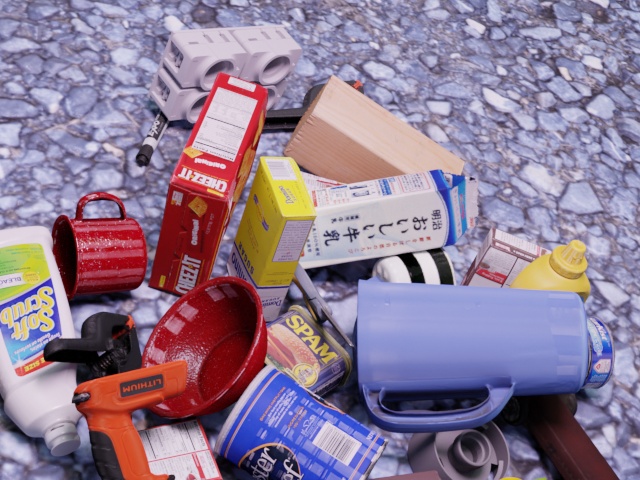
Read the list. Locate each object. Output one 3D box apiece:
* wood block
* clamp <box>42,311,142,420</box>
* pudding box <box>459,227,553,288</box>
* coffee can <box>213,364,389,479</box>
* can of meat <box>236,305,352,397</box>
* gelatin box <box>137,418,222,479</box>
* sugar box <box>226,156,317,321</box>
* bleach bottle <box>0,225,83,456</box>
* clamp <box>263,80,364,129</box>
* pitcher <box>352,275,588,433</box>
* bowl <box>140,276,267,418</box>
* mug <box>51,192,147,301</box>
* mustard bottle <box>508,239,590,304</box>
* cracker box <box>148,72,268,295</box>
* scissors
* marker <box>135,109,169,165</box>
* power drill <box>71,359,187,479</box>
[{"bbox_3d":[0.068,-0.106,1.366,0.206,0.091,0.090,33,43,-8],"label":"wood block"},{"bbox_3d":[-0.209,0.127,1.059,0.120,0.039,0.171,63,14,-8],"label":"clamp"},{"bbox_3d":[0.225,0.050,1.289,0.090,0.114,0.039,21,40,-1],"label":"pudding box"},{"bbox_3d":[-0.018,0.201,1.046,0.140,0.103,0.102,31,44,10],"label":"coffee can"},{"bbox_3d":[-0.031,0.130,1.147,0.083,0.057,0.102,-28,62,-37],"label":"can of meat"},{"bbox_3d":[-0.148,0.217,1.032,0.089,0.030,0.073,-7,49,-27],"label":"gelatin box"},{"bbox_3d":[-0.058,0.002,1.176,0.048,0.176,0.093,0,46,-25],"label":"sugar box"},{"bbox_3d":[-0.285,0.101,1.071,0.102,0.068,0.251,-10,54,-30],"label":"bleach bottle"},{"bbox_3d":[0.013,-0.157,1.467,0.164,0.036,0.209,40,45,10],"label":"clamp"},{"bbox_3d":[0.155,0.117,1.131,0.243,0.149,0.145,0,5,5],"label":"pitcher"},{"bbox_3d":[-0.108,0.118,1.089,0.055,0.162,0.162,42,28,-39],"label":"bowl"},{"bbox_3d":[-0.238,0.005,1.152,0.081,0.117,0.093,-4,15,-31],"label":"mug"},{"bbox_3d":[0.253,0.071,1.220,0.096,0.192,0.058,0,47,-22],"label":"mustard bottle"},{"bbox_3d":[-0.125,-0.063,1.224,0.072,0.164,0.213,17,43,-2],"label":"cracker box"},{"bbox_3d":[0.006,0.084,1.161,0.016,0.096,0.202,-30,40,-6],"label":"scissors"},{"bbox_3d":[-0.212,-0.137,1.369,0.020,0.020,0.121,19,43,-3],"label":"marker"},{"bbox_3d":[-0.140,0.207,0.969,0.184,0.057,0.187,-9,81,-31],"label":"power drill"}]
